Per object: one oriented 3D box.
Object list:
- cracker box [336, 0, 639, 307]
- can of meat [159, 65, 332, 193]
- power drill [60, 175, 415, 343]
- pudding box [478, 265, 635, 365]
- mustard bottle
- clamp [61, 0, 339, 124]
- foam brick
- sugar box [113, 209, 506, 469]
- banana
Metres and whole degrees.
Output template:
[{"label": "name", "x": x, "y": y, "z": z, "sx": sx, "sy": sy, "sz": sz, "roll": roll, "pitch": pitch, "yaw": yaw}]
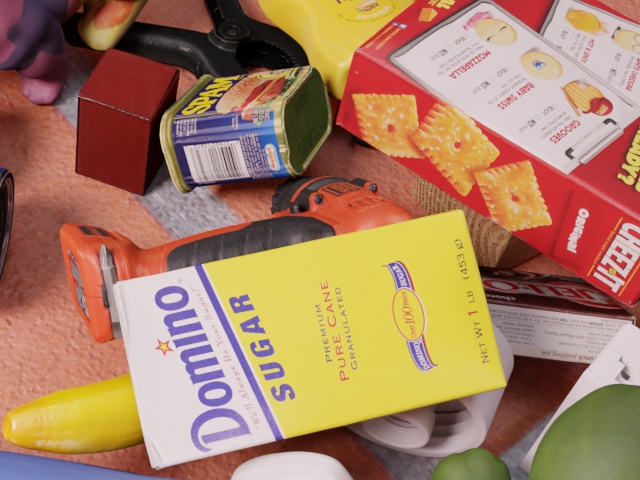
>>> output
[{"label": "cracker box", "x": 0.143, "y": -0.079, "z": 0.660, "sx": 0.214, "sy": 0.072, "sz": 0.164, "roll": 34, "pitch": 52, "yaw": 15}, {"label": "can of meat", "x": -0.046, "y": -0.076, "z": 0.709, "sx": 0.084, "sy": 0.057, "sz": 0.102, "roll": -4, "pitch": 27, "yaw": 20}, {"label": "power drill", "x": -0.054, "y": 0.001, "z": 0.631, "sx": 0.187, "sy": 0.057, "sz": 0.185, "roll": -13, "pitch": 12, "yaw": -16}, {"label": "pudding box", "x": 0.126, "y": 0.044, "z": 0.666, "sx": 0.113, "sy": 0.039, "sz": 0.090, "roll": 5, "pitch": 11, "yaw": -7}, {"label": "mustard bottle", "x": 0.006, "y": -0.185, "z": 0.807, "sx": 0.096, "sy": 0.058, "sz": 0.192, "roll": -23, "pitch": 53, "yaw": -19}, {"label": "clamp", "x": -0.068, "y": -0.152, "z": 0.813, "sx": 0.210, "sy": 0.036, "sz": 0.164, "roll": 30, "pitch": 49, "yaw": 13}, {"label": "foam brick", "x": -0.130, "y": -0.078, "z": 0.711, "sx": 0.051, "sy": 0.078, "sz": 0.053, "roll": 20, "pitch": 50, "yaw": 1}, {"label": "sugar box", "x": -0.006, "y": 0.048, "z": 0.528, "sx": 0.176, "sy": 0.048, "sz": 0.093, "roll": -13, "pitch": 83, "yaw": -9}, {"label": "banana", "x": -0.091, "y": 0.076, "z": 0.588, "sx": 0.070, "sy": 0.037, "sz": 0.197, "roll": 18, "pitch": 22, "yaw": 15}]
